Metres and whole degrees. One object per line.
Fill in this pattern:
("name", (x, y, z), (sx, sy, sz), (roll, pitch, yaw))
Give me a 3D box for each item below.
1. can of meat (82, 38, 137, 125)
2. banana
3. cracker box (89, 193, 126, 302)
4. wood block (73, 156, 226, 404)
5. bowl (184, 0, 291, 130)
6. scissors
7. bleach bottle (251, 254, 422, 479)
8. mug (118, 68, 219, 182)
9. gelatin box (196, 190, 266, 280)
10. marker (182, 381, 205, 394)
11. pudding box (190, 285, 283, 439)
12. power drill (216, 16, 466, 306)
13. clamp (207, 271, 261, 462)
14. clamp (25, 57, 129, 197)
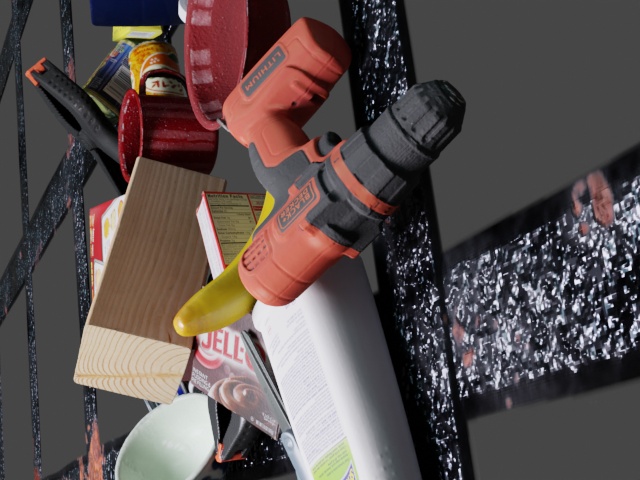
("can of meat", (-0.246, -0.184, 1.267), (0.084, 0.057, 0.102), (-57, 17, -18))
("banana", (-0.048, -0.002, 0.811), (0.037, 0.069, 0.197), (-44, 23, 59))
("cracker box", (-0.199, 0.035, 1.186), (0.214, 0.072, 0.164), (171, 98, -65))
("wood block", (-0.151, 0.033, 0.971), (0.090, 0.090, 0.206), (114, 168, -45))
("bowl", (-0.067, -0.174, 0.909), (0.162, 0.055, 0.162), (180, 90, -66))
("scissors", (-0.007, 0.151, 0.779), (0.096, 0.016, 0.202), (-31, 74, 54))
("bleach bottle", (0.021, 0.136, 0.709), (0.103, 0.068, 0.251), (123, 137, -51))
("mug", (-0.152, -0.115, 1.067), (0.093, 0.081, 0.117), (153, 114, -63))
("gelatin box", (-0.056, 0.001, 0.863), (0.030, 0.073, 0.089), (114, 146, -43))
("marker", (-0.146, 0.142, 1.130), (0.121, 0.020, 0.020), (-162, 74, -65))
("pudding box", (-0.054, 0.094, 0.861), (0.114, 0.039, 0.090), (24, 114, 38))
("power drill", (0.003, -0.071, 0.709), (0.185, 0.057, 0.188), (-44, 36, 21))
("clamp", (-0.067, 0.114, 0.933), (0.120, 0.039, 0.171), (-171, 79, -64))
("clamp", (-0.250, -0.119, 1.214), (0.210, 0.036, 0.165), (52, 157, -20))
